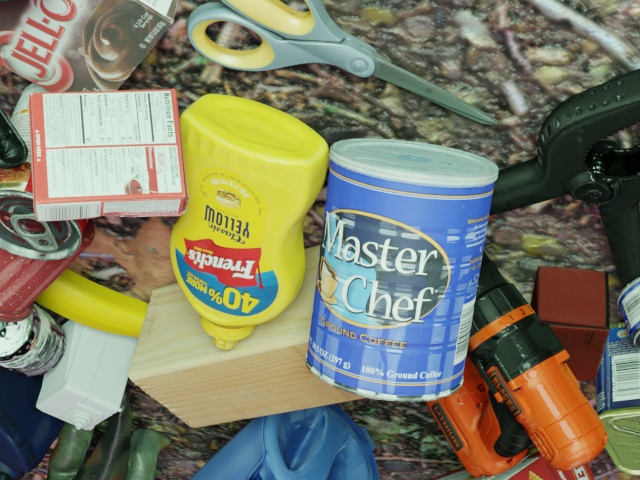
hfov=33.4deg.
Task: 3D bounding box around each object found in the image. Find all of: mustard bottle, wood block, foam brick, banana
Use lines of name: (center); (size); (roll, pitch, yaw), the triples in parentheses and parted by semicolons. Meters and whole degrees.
mustard bottle: (-0.055, 0.001, 0.719); (0.096, 0.058, 0.192); (22, 131, 13)
wood block: (-0.036, 0.075, 0.831); (0.206, 0.090, 0.090); (-15, 137, 30)
foam brick: (0.184, 0.063, 0.795); (0.053, 0.051, 0.078); (4, 144, 6)
banana: (-0.205, 0.032, 0.857); (0.070, 0.037, 0.197); (-16, 137, 34)

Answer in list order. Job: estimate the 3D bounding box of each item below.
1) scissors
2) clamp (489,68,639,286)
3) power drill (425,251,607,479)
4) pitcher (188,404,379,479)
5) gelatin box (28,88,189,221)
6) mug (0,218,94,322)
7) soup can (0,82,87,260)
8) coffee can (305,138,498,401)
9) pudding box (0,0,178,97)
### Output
scissors: (0.005, -0.104, 0.641); (0.201, 0.016, 0.096); (33, 140, -29)
clamp: (0.179, -0.038, 0.671); (0.164, 0.036, 0.210); (19, 147, -14)
power drill: (0.124, 0.098, 0.800); (0.057, 0.184, 0.188); (-25, 163, -14)
pitcher: (-0.061, 0.254, 1.012); (0.149, 0.145, 0.243); (32, 126, -22)
gelatin box: (-0.126, -0.051, 0.634); (0.089, 0.073, 0.030); (-3, 158, -14)
mug: (-0.223, -0.011, 0.749); (0.081, 0.093, 0.117); (-42, 108, 14)
soup can: (-0.174, -0.048, 0.686); (0.068, 0.102, 0.068); (6, 144, 5)
coffee can: (0.049, 0.015, 0.664); (0.103, 0.102, 0.140); (8, 105, 3)
pudding box: (-0.144, -0.131, 0.619); (0.090, 0.039, 0.114); (27, 141, -23)
